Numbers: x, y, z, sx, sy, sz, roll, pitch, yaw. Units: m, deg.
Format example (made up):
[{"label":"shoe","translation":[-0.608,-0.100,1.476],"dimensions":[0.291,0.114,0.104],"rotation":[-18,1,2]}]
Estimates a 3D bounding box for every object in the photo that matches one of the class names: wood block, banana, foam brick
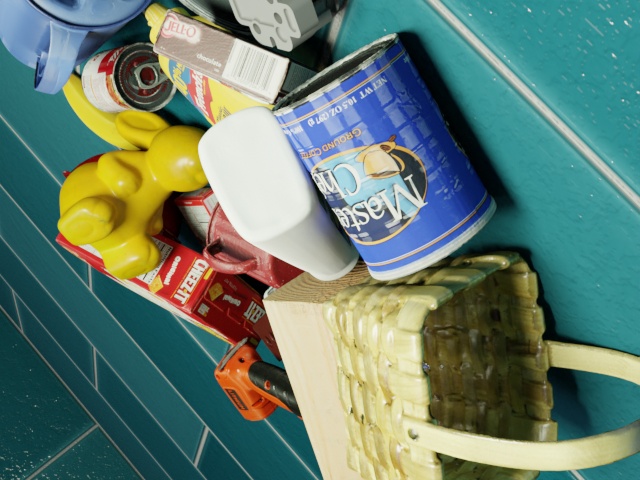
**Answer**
[{"label":"wood block","translation":[0.035,0.129,0.986],"dimensions":[0.090,0.090,0.206],"rotation":[0,114,45]},{"label":"banana","translation":[-0.244,-0.146,1.247],"dimensions":[0.198,0.037,0.070],"rotation":[26,128,44]},{"label":"foam brick","translation":[-0.034,0.092,1.176],"dimensions":[0.053,0.051,0.078],"rotation":[51,157,4]}]

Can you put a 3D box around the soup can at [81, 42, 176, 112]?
[{"label":"soup can","translation":[-0.196,-0.164,1.086],"dimensions":[0.102,0.068,0.068],"rotation":[9,133,59]}]

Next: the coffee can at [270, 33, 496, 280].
[{"label":"coffee can","translation":[0.045,-0.058,0.748],"dimensions":[0.140,0.102,0.103],"rotation":[58,156,-13]}]

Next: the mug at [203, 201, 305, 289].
[{"label":"mug","translation":[-0.057,0.001,1.013],"dimensions":[0.082,0.117,0.093],"rotation":[25,127,38]}]

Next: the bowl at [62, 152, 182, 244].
[{"label":"bowl","translation":[-0.221,-0.058,1.261],"dimensions":[0.162,0.055,0.162],"rotation":[30,170,6]}]

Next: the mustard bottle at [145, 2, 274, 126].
[{"label":"mustard bottle","translation":[-0.085,-0.139,0.929],"dimensions":[0.192,0.058,0.096],"rotation":[47,156,14]}]

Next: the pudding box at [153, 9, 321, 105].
[{"label":"pudding box","translation":[-0.059,-0.136,0.822],"dimensions":[0.114,0.039,0.090],"rotation":[28,-170,20]}]

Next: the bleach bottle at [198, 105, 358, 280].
[{"label":"bleach bottle","translation":[-0.018,-0.024,0.877],"dimensions":[0.102,0.068,0.250],"rotation":[64,-173,15]}]

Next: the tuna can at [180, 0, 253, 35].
[{"label":"tuna can","translation":[-0.075,-0.195,0.819],"dimensions":[0.086,0.033,0.086],"rotation":[27,170,5]}]

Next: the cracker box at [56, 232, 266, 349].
[{"label":"cracker box","translation":[-0.175,0.039,1.238],"dimensions":[0.214,0.072,0.164],"rotation":[24,169,29]}]

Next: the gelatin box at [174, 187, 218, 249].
[{"label":"gelatin box","translation":[-0.118,-0.017,1.203],"dimensions":[0.073,0.030,0.089],"rotation":[3,128,59]}]

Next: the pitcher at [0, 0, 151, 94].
[{"label":"pitcher","translation":[-0.240,-0.223,0.993],"dimensions":[0.145,0.149,0.243],"rotation":[56,160,-9]}]

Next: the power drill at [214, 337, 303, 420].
[{"label":"power drill","translation":[-0.018,0.189,1.174],"dimensions":[0.188,0.057,0.184],"rotation":[15,143,42]}]
